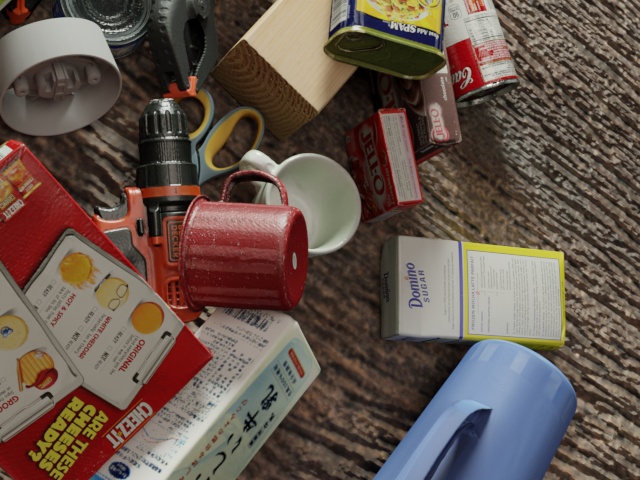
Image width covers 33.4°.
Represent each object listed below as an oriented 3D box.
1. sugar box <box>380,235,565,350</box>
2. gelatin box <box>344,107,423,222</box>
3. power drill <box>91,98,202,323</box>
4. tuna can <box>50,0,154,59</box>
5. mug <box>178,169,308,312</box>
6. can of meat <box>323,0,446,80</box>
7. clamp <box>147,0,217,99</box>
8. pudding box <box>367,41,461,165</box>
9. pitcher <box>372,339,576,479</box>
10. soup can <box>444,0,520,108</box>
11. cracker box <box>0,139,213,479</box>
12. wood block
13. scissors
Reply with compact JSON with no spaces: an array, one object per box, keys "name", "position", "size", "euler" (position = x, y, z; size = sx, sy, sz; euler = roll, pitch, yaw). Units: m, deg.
[{"name":"sugar box","position":[0.142,0.051,0.990],"size":[0.176,0.048,0.093],"euler":[6,77,-18]},{"name":"gelatin box","position":[0.056,-0.067,0.962],"size":[0.030,0.073,0.089],"euler":[-8,82,-25]},{"name":"power drill","position":[-0.185,-0.020,0.844],"size":[0.187,0.057,0.184],"euler":[-4,86,-20]},{"name":"tuna can","position":[-0.184,-0.200,0.909],"size":[0.086,0.034,0.086],"euler":[5,77,-22]},{"name":"mug","position":[-0.055,0.001,0.834],"size":[0.081,0.093,0.117],"euler":[3,72,13]},{"name":"can of meat","position":[0.057,-0.192,0.900],"size":[0.102,0.058,0.084],"euler":[12,73,-22]},{"name":"clamp","position":[-0.110,-0.204,0.924],"size":[0.120,0.039,0.171],"euler":[2,87,-54]},{"name":"pudding box","position":[0.084,-0.129,0.979],"size":[0.039,0.090,0.113],"euler":[-2,79,-26]},{"name":"pitcher","position":[0.117,0.197,0.895],"size":[0.145,0.149,0.242],"euler":[43,63,-10]},{"name":"soup can","position":[0.144,-0.187,1.030],"size":[0.068,0.069,0.102],"euler":[-15,85,-25]},{"name":"cracker box","position":[-0.209,0.060,0.762],"size":[0.164,0.072,0.213],"euler":[-44,114,-12]},{"name":"wood block","position":[0.008,-0.200,0.962],"size":[0.091,0.090,0.206],"euler":[43,65,-10]},{"name":"scissors","position":[-0.131,-0.054,0.911],"size":[0.096,0.016,0.201],"euler":[45,71,-2]}]
